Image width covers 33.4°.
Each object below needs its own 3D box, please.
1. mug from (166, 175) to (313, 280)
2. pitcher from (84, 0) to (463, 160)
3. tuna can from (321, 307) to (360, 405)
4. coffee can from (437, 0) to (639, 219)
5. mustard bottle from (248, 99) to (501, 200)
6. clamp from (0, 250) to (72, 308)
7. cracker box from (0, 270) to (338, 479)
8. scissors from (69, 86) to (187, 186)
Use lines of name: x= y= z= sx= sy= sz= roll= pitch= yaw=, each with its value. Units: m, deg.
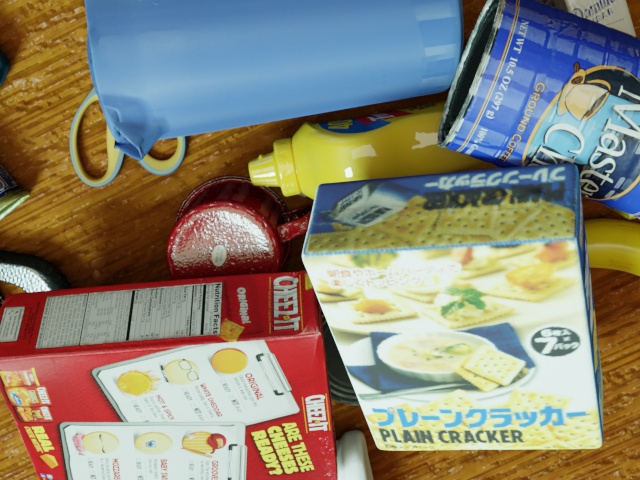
mug: x=-0.055 y=0.001 z=0.773 sx=0.117 sy=0.081 sz=0.093 roll=-16 pitch=101 yaw=4
pitcher: x=-0.035 y=-0.150 z=0.719 sx=0.242 sy=0.145 sz=0.149 roll=-7 pitch=110 yaw=-6
tuna can: x=0.028 y=0.079 z=0.811 sx=0.086 sy=0.033 sz=0.086 roll=0 pitch=101 yaw=1
coffee can: x=0.154 y=-0.081 z=0.646 sx=0.140 sy=0.103 sz=0.103 roll=20 pitch=101 yaw=-2
mustard bottle: x=0.044 y=-0.064 z=0.750 sx=0.191 sy=0.096 sz=0.058 roll=-11 pitch=101 yaw=3
clamp: x=-0.196 y=0.062 z=0.810 sx=0.120 sy=0.039 sz=0.171 roll=-38 pitch=102 yaw=8
cracker box: x=-0.100 y=0.104 z=0.742 sx=0.213 sy=0.072 sz=0.164 roll=-5 pitch=133 yaw=1
scissors: x=-0.133 y=-0.133 z=0.781 sx=0.096 sy=0.016 sz=0.202 roll=13 pitch=101 yaw=-3
